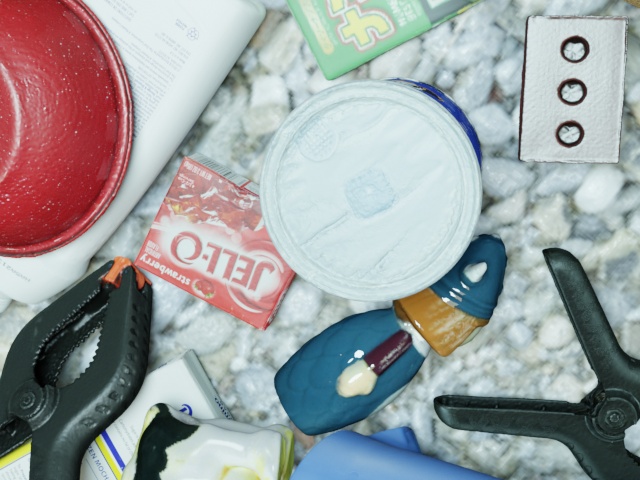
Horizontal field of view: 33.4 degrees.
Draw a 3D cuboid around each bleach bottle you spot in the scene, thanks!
[{"bbox_3d":[-0.142,-0.060,0.619,0.102,0.068,0.251,40,106,4],"label":"bleach bottle"}]

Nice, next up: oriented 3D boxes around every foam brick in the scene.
[{"bbox_3d":[0.134,-0.081,0.574,0.053,0.051,0.078,2,100,9],"label":"foam brick"}]

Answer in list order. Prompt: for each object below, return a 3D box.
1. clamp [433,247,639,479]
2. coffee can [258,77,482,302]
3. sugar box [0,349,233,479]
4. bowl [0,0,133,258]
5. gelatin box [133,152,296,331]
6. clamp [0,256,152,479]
[{"bbox_3d":[0.163,0.084,0.604,0.171,0.039,0.120,25,107,-2],"label":"clamp"},{"bbox_3d":[0.033,-0.033,0.553,0.103,0.140,0.103,1,99,9],"label":"coffee can"},{"bbox_3d":[-0.133,0.149,0.649,0.176,0.048,0.093,-29,92,2],"label":"sugar box"},{"bbox_3d":[-0.184,-0.066,0.570,0.162,0.055,0.162,3,100,18],"label":"bowl"},{"bbox_3d":[-0.054,0.001,0.629,0.089,0.030,0.073,28,103,4],"label":"gelatin box"},{"bbox_3d":[-0.152,0.106,0.604,0.165,0.036,0.210,22,69,36],"label":"clamp"}]
